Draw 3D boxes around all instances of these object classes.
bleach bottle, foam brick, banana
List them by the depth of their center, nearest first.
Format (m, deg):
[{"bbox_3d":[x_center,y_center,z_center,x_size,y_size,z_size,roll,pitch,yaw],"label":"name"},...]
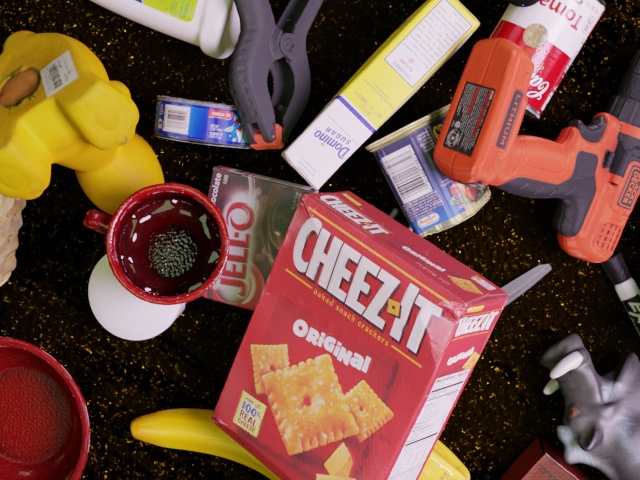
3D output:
[{"bbox_3d":[0.195,0.210,0.877,0.078,0.051,0.053,41,98,3],"label":"foam brick"},{"bbox_3d":[-0.181,-0.238,0.888,0.251,0.068,0.102,20,97,8],"label":"bleach bottle"},{"bbox_3d":[-0.066,0.180,0.902,0.198,0.069,0.037,22,123,25],"label":"banana"}]

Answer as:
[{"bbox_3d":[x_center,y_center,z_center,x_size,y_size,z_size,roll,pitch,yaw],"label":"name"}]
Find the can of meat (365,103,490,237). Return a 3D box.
[{"bbox_3d":[0.089,-0.055,0.844,0.058,0.102,0.084,-25,94,25],"label":"can of meat"}]

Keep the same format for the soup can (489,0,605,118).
[{"bbox_3d":[0.170,-0.156,0.842,0.068,0.068,0.102,31,97,4],"label":"soup can"}]

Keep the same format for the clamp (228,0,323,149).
[{"bbox_3d":[-0.044,-0.160,0.836,0.039,0.120,0.171,-5,74,47],"label":"clamp"}]

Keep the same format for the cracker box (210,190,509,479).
[{"bbox_3d":[0.022,0.093,0.820,0.164,0.071,0.214,34,113,29],"label":"cracker box"}]

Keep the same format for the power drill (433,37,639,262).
[{"bbox_3d":[0.186,-0.087,0.804,0.187,0.057,0.184,17,96,-33],"label":"power drill"}]

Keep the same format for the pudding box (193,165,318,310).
[{"bbox_3d":[-0.056,0.001,0.901,0.090,0.039,0.113,14,96,7],"label":"pudding box"}]

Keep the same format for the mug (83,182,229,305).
[{"bbox_3d":[-0.130,0.003,0.842,0.117,0.081,0.093,17,83,-3],"label":"mug"}]

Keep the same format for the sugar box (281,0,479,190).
[{"bbox_3d":[0.043,-0.117,0.840,0.176,0.093,0.048,-43,94,3],"label":"sugar box"}]

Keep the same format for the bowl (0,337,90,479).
[{"bbox_3d":[-0.271,0.160,0.936,0.162,0.055,0.162,1,95,8],"label":"bowl"}]

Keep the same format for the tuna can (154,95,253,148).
[{"bbox_3d":[-0.093,-0.097,0.875,0.086,0.086,0.034,8,97,7],"label":"tuna can"}]
